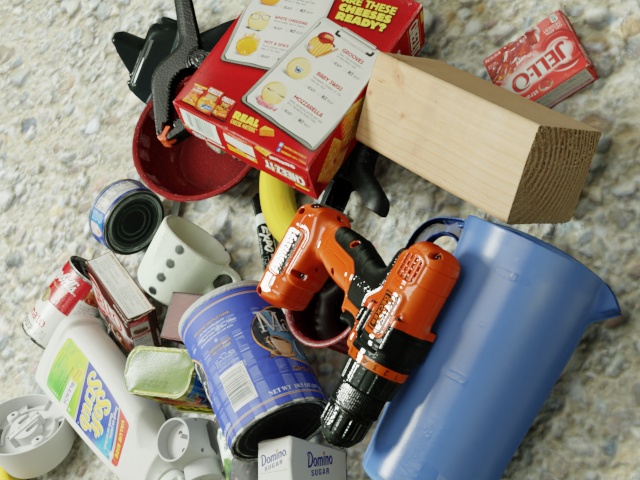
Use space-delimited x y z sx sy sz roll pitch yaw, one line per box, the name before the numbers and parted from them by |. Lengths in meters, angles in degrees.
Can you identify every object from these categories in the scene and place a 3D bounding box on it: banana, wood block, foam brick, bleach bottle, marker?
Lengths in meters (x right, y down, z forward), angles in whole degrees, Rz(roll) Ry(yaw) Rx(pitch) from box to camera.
banana | -0.033 -0.067 1.151 0.069 0.037 0.198 -10 66 8
wood block | 0.137 -0.096 0.974 0.206 0.090 0.090 34 117 43
foam brick | -0.119 0.090 1.122 0.053 0.078 0.051 3 74 40
bleach bottle | -0.217 0.188 1.163 0.251 0.068 0.103 38 104 38
marker | -0.058 0.001 1.149 0.020 0.020 0.121 -27 57 26

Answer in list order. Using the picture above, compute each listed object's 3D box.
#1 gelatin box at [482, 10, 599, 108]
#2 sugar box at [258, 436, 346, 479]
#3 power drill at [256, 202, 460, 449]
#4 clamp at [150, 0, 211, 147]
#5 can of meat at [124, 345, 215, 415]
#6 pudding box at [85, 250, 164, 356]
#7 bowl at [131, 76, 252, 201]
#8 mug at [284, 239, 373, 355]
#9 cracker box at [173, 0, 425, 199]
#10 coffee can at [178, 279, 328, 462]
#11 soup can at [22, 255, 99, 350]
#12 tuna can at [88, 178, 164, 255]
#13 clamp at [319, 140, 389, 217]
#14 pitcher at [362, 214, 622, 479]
gelatin box | 0.207 -0.163 1.010 0.089 0.030 0.073 -33 57 23
sugar box | -0.015 0.272 0.959 0.048 0.093 0.176 -19 61 30
power drill | 0.020 0.061 0.914 0.188 0.057 0.184 37 99 49
clamp | -0.136 -0.205 1.188 0.165 0.036 0.210 30 83 14
can of meat | -0.142 0.145 1.111 0.102 0.083 0.057 -1 71 36
pudding box | -0.217 0.079 1.190 0.039 0.090 0.114 -28 49 -22
bowl | -0.129 -0.109 1.208 0.162 0.055 0.162 -6 68 16
mug | 0.029 0.055 1.022 0.093 0.081 0.117 3 74 37
cracker box | -0.017 -0.169 1.072 0.164 0.072 0.213 27 71 20
coffee can | -0.063 0.123 1.015 0.103 0.102 0.140 -40 57 17
soup can | -0.297 0.078 1.266 0.102 0.068 0.069 -52 50 9
tuna can | -0.224 -0.026 1.241 0.034 0.086 0.086 32 92 38
clamp | 0.023 -0.059 1.085 0.120 0.039 0.171 -35 35 32
pitcher | 0.124 0.105 0.902 0.243 0.144 0.149 -63 23 2
